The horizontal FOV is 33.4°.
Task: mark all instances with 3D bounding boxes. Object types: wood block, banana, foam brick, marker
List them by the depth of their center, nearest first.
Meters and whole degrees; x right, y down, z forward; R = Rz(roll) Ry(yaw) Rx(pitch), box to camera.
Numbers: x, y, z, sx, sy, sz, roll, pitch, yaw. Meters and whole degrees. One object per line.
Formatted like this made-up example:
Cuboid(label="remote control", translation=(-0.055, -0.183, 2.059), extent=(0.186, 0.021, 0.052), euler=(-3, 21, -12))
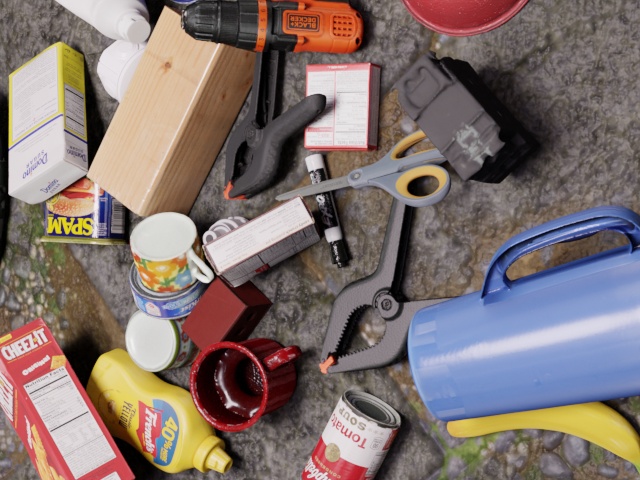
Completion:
Cuboid(label="banana", translation=(0.213, 0.172, 0.996), extent=(0.198, 0.037, 0.069), euler=(10, 95, 28))
Cuboid(label="marker", translation=(0.008, -0.030, 1.113), extent=(0.020, 0.020, 0.121), euler=(-18, 82, 27))
Cuboid(label="foam brick", translation=(-0.102, 0.082, 1.155), extent=(0.051, 0.052, 0.078), euler=(44, 110, 20))
Cuboid(label="wood block", translation=(-0.157, -0.136, 1.160), extent=(0.091, 0.090, 0.206), euler=(36, 107, 24))

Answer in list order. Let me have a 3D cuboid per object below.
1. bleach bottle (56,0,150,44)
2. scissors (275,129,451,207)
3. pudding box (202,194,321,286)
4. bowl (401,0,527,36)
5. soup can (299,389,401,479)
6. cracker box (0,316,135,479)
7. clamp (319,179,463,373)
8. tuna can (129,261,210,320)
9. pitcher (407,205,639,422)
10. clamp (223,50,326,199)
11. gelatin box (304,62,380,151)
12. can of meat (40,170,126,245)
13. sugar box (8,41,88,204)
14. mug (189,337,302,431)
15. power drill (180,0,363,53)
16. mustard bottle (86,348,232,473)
Cuboid(label="bleach bottle", translation=(-0.271, -0.289, 1.185), extent=(0.251, 0.102, 0.068), euler=(43, 116, 35))
Cuboid(label="scissors", translation=(0.048, -0.050, 1.062), extent=(0.202, 0.016, 0.096), euler=(-26, 50, 16))
Cuboid(label="pudding box", translation=(-0.057, 0.001, 1.088), extent=(0.113, 0.090, 0.039), euler=(-30, 78, -2))
Cuboid(label="bowl", translation=(0.132, -0.280, 1.022), extent=(0.162, 0.055, 0.162), euler=(0, 90, 28))
Cuboid(label="soup can", translation=(0.031, 0.211, 1.078), extent=(0.069, 0.068, 0.102), euler=(32, 105, 24))
Cuboid(label="cracker box", translation=(-0.298, 0.217, 1.207), extent=(0.214, 0.072, 0.164), euler=(55, 152, 15))
Cuboid(label="clamp", translation=(0.082, 0.066, 1.065), extent=(0.165, 0.036, 0.210), euler=(43, 106, 21))
Cuboid(label="tuna can", translation=(-0.166, 0.044, 1.170), extent=(0.086, 0.086, 0.034), euler=(25, 144, 26))
Cuboid(label="pitcher", translation=(0.201, 0.076, 0.936), extent=(0.243, 0.144, 0.149), euler=(-16, 65, 25))
Cuboid(label="clamp", translation=(-0.062, -0.122, 1.129), extent=(0.172, 0.039, 0.120), euler=(-53, 45, 30))
Cuboid(label="gelatin box", translation=(0.023, -0.136, 1.097), extent=(0.073, 0.030, 0.089), euler=(3, 92, 27))
Cuboid(label="can of meat", translation=(-0.275, -0.038, 1.244), extent=(0.102, 0.057, 0.084), euler=(3, 90, 28))
Cuboid(label="sugar box", translation=(-0.316, -0.136, 1.237), extent=(0.093, 0.048, 0.176), euler=(-27, 58, 27))
Cuboid(label="mug", translation=(-0.069, 0.141, 1.120), extent=(0.117, 0.081, 0.093), euler=(-36, 78, 23))
Cuboid(label="power drill", translation=(-0.046, -0.282, 1.073), extent=(0.184, 0.057, 0.187), euler=(2, 90, -13))
Cuboid(label="mustard bottle", translation=(-0.177, 0.204, 1.194), extent=(0.192, 0.058, 0.096), euler=(27, 113, 24))
